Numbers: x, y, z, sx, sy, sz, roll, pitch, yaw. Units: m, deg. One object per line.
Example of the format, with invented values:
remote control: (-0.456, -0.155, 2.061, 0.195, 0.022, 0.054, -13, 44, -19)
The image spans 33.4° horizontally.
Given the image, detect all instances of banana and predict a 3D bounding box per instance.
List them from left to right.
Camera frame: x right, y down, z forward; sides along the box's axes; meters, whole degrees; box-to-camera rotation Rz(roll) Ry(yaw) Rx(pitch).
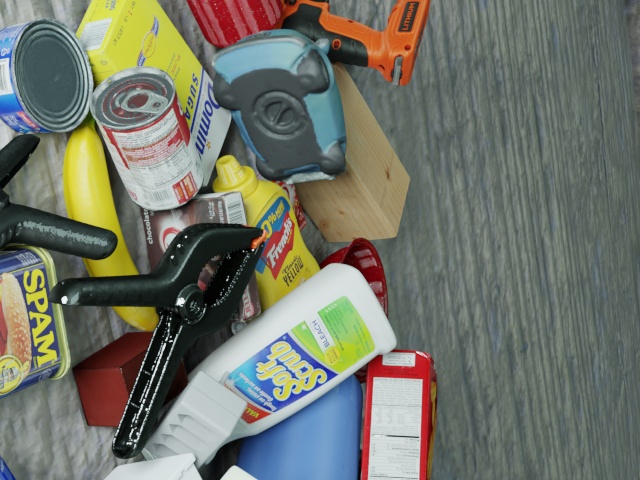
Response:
banana: (-0.172, -0.008, 0.869, 0.069, 0.037, 0.198, -35, 118, -56)

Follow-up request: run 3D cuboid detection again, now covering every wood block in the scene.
wood block: (0.013, -0.094, 1.158, 0.206, 0.090, 0.090, 54, 42, -45)

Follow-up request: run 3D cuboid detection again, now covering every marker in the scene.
marker: (-0.051, 0.086, 1.099, 0.120, 0.020, 0.020, 1, 87, -61)

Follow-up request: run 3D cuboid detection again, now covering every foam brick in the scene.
foam brick: (-0.155, 0.112, 0.875, 0.078, 0.051, 0.053, -37, 119, -56)

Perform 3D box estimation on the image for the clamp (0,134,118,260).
clamp: (-0.233, -0.030, 0.736, 0.171, 0.120, 0.039, -1, 131, -49)

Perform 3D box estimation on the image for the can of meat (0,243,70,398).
can of meat: (-0.229, 0.060, 0.742, 0.083, 0.058, 0.102, -21, 107, -57)

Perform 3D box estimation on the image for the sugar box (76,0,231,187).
sugar box: (-0.142, -0.133, 0.926, 0.176, 0.048, 0.093, 52, 44, -45)

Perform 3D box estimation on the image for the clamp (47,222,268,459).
clamp: (-0.116, 0.043, 0.821, 0.209, 0.036, 0.164, -50, 139, -33)

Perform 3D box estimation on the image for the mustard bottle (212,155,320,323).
mustard bottle: (-0.056, 0.001, 1.009, 0.096, 0.058, 0.191, -53, 134, -37)

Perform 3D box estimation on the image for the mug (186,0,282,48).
mug: (-0.084, -0.243, 1.002, 0.117, 0.093, 0.081, -81, 156, -43)

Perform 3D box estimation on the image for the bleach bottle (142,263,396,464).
bleach bottle: (-0.050, 0.127, 0.967, 0.250, 0.068, 0.102, -37, 111, -24)

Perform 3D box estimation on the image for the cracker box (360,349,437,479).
cracker box: (0.081, 0.237, 1.078, 0.164, 0.072, 0.213, 77, 16, -62)

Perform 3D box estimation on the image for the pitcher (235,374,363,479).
pitcher: (-0.019, 0.242, 1.015, 0.149, 0.145, 0.242, 106, -5, -51)

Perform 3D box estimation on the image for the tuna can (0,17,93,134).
tuna can: (-0.213, -0.123, 0.808, 0.086, 0.034, 0.086, 9, 80, -61)

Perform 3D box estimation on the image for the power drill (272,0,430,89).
power drill: (0.014, -0.235, 1.081, 0.057, 0.188, 0.184, 88, 15, -62)

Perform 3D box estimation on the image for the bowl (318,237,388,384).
bowl: (0.023, 0.078, 1.187, 0.161, 0.055, 0.162, -1, 90, -66)

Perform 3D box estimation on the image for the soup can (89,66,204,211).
soup can: (-0.137, -0.080, 0.860, 0.102, 0.069, 0.068, 76, 28, -50)

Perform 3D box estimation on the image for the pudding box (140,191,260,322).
pudding box: (-0.105, 0.016, 0.934, 0.039, 0.090, 0.113, -19, 104, -62)
